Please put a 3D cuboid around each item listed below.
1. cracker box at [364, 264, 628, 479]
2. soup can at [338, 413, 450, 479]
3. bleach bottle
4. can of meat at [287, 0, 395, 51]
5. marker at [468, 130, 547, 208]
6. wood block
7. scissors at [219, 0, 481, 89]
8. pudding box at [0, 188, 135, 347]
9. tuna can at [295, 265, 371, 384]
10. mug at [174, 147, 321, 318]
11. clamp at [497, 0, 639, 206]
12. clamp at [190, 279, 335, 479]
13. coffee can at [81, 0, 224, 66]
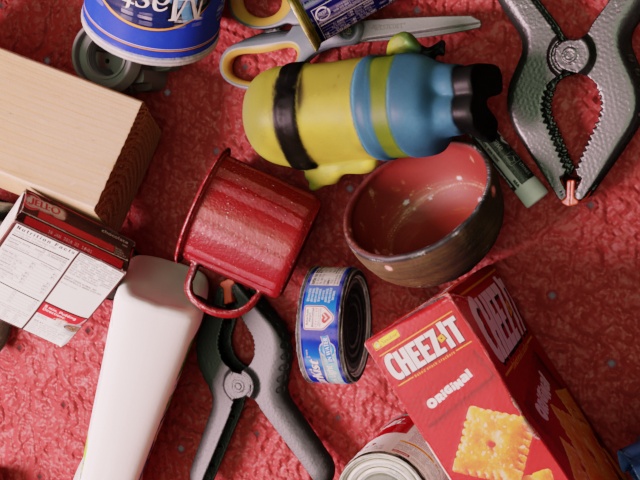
[{"bbox_3d":[0.131,0.127,0.695,0.072,0.164,0.214,-33,84,17],"label":"cracker box"},{"bbox_3d":[0.057,0.168,0.757,0.069,0.102,0.068,2,96,19],"label":"soup can"},{"bbox_3d":[-0.154,0.144,0.839,0.068,0.102,0.251,16,108,-7],"label":"bleach bottle"},{"bbox_3d":[0.007,-0.198,0.746,0.084,0.057,0.102,-29,69,5],"label":"can of meat"},{"bbox_3d":[0.116,-0.075,0.756,0.020,0.020,0.121,-40,82,18],"label":"marker"},{"bbox_3d":[-0.238,-0.089,0.810,0.206,0.090,0.091,21,81,5],"label":"wood block"},{"bbox_3d":[0.011,-0.169,0.779,0.202,0.016,0.096,-16,87,23],"label":"scissors"},{"bbox_3d":[-0.203,0.023,0.793,0.090,0.039,0.114,29,129,-20],"label":"pudding box"},{"bbox_3d":[0.011,0.061,0.771,0.034,0.086,0.086,1,96,17],"label":"tuna can"},{"bbox_3d":[-0.055,0.001,0.777,0.081,0.093,0.117,24,79,1],"label":"mug"},{"bbox_3d":[0.164,-0.131,0.724,0.165,0.036,0.210,10,102,28],"label":"clamp"},{"bbox_3d":[-0.063,0.117,0.828,0.120,0.039,0.171,-17,83,15],"label":"clamp"},{"bbox_3d":[-0.110,-0.209,0.748,0.103,0.102,0.140,31,133,14],"label":"coffee can"}]
